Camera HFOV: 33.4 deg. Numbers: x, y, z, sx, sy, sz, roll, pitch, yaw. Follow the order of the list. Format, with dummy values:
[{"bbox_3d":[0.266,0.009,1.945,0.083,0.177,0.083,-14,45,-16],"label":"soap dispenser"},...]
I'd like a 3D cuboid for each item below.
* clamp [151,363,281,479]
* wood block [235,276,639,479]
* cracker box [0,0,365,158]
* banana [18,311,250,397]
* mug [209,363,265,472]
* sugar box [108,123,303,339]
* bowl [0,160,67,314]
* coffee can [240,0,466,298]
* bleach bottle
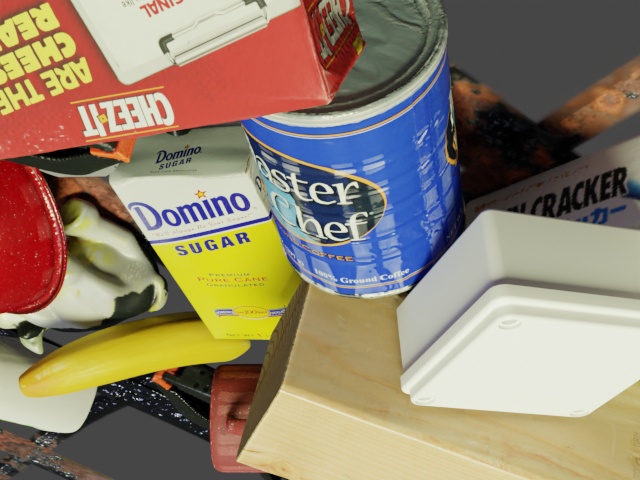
[{"bbox_3d":[-0.050,0.157,0.906,0.165,0.036,0.209,-9,138,44],"label":"clamp"},{"bbox_3d":[0.070,0.101,0.596,0.206,0.090,0.091,21,141,-7],"label":"wood block"},{"bbox_3d":[-0.090,-0.145,0.378,0.164,0.072,0.213,-6,116,21],"label":"cracker box"},{"bbox_3d":[-0.114,0.080,0.755,0.197,0.037,0.070,-1,140,-48],"label":"banana"},{"bbox_3d":[-0.040,0.135,0.800,0.081,0.093,0.117,0,180,1],"label":"mug"},{"bbox_3d":[-0.055,0.001,0.678,0.093,0.048,0.176,-2,145,21],"label":"sugar box"},{"bbox_3d":[-0.235,-0.011,0.658,0.162,0.055,0.162,19,127,26],"label":"bowl"},{"bbox_3d":[0.016,-0.051,0.523,0.103,0.102,0.140,4,145,15],"label":"coffee can"},{"bbox_3d":[-0.271,0.094,0.785,0.103,0.068,0.250,16,173,24],"label":"bleach bottle"}]
